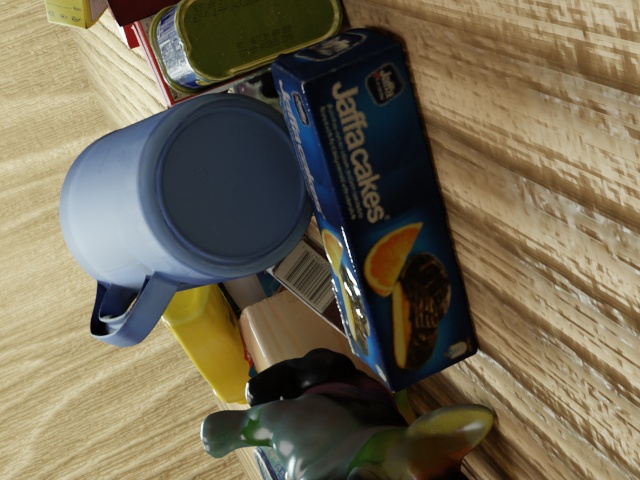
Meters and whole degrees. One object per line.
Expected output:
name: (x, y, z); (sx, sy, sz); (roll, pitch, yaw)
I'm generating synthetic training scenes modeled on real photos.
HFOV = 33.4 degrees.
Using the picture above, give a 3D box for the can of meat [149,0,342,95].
can of meat: (-0.045, -0.129, 0.640); (0.057, 0.102, 0.084); (70, 166, -10)

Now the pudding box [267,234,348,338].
pudding box: (0.004, 0.035, 0.773); (0.113, 0.039, 0.090); (43, 176, -20)

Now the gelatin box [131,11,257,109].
gelatin box: (-0.091, -0.150, 0.826); (0.030, 0.089, 0.073); (158, 89, -79)

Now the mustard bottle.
mustard bottle: (-0.095, 0.097, 1.003); (0.096, 0.058, 0.191); (-113, -2, -46)

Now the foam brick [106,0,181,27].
foam brick: (-0.145, -0.205, 0.807); (0.078, 0.053, 0.051); (-124, 11, -52)

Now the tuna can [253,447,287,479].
tuna can: (-0.024, 0.206, 0.894); (0.086, 0.033, 0.086); (60, 166, 26)

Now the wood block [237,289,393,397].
wood block: (0.011, 0.142, 0.921); (0.091, 0.090, 0.206); (123, 124, -75)

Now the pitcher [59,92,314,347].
pitcher: (-0.096, -0.017, 0.715); (0.243, 0.144, 0.149); (-6, 105, 69)
